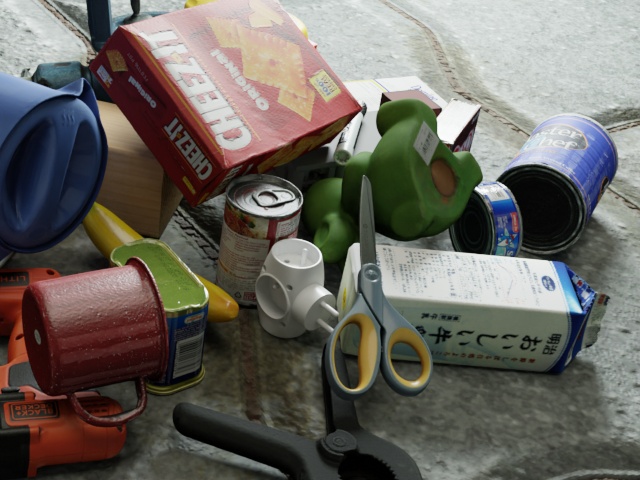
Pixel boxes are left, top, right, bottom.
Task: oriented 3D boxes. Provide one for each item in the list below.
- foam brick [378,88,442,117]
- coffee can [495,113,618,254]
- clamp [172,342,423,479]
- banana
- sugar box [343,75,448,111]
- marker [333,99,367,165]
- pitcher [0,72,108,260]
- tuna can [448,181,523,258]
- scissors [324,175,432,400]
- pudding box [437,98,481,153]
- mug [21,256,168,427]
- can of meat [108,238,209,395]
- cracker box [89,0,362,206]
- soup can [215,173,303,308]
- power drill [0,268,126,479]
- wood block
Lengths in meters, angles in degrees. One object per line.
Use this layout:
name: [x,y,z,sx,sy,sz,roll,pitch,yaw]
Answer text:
foam brick: [0.096,-0.124,1.203,0.051,0.078,0.053,-11,37,-28]
coffee can: [0.249,-0.062,1.131,0.103,0.103,0.140,23,36,17]
clamp: [-0.001,0.162,0.793,0.164,0.036,0.210,-14,41,-32]
banana: [-0.146,0.024,0.934,0.198,0.069,0.037,34,77,20]
sugar box: [0.060,-0.152,1.262,0.175,0.048,0.093,-6,37,-30]
marker: [0.032,-0.114,1.108,0.020,0.020,0.121,13,34,4]
pitcher: [-0.312,-0.081,0.879,0.243,0.145,0.149,22,31,24]
tuna can: [0.161,-0.014,1.052,0.033,0.086,0.086,-9,39,-24]
scissors: [0.057,0.043,0.873,0.096,0.016,0.201,21,59,-7]
pudding box: [0.134,-0.091,1.153,0.039,0.090,0.113,19,34,13]
mug: [-0.159,0.075,0.756,0.081,0.093,0.117,-10,79,-28]
can of meat: [-0.133,0.060,0.865,0.057,0.084,0.102,-16,43,-34]
cracker box: [-0.082,-0.144,1.010,0.164,0.072,0.213,53,42,7]
soup can: [-0.056,0.001,0.954,0.068,0.102,0.068,7,34,-5]
power drill: [-0.250,0.099,0.801,0.184,0.057,0.188,0,38,-22]
wood block: [-0.240,-0.082,1.037,0.206,0.090,0.090,13,34,4]
